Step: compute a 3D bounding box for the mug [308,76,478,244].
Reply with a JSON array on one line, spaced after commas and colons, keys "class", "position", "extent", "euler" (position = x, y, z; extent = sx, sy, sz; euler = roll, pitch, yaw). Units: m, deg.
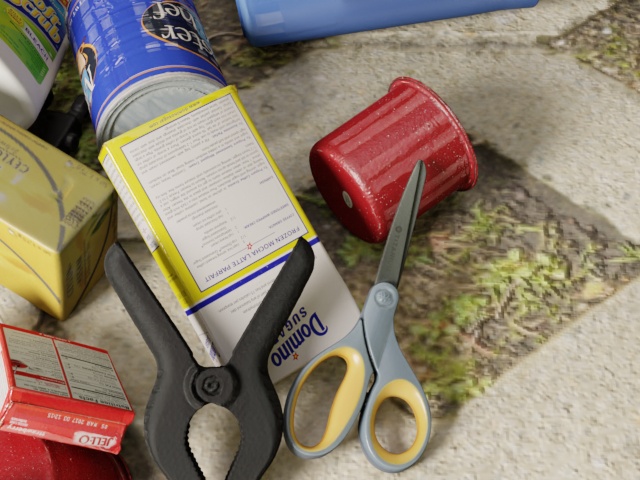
[{"class": "mug", "position": [0.041, -0.054, 0.737], "extent": [0.081, 0.093, 0.117], "euler": [-35, 26, -17]}]

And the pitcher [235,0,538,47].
[{"class": "pitcher", "position": [0.049, -0.226, 0.841], "extent": [0.243, 0.149, 0.145], "euler": [-12, 72, -1]}]

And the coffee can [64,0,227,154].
[{"class": "coffee can", "position": [-0.127, -0.124, 0.790], "extent": [0.102, 0.103, 0.140], "euler": [-16, 51, -9]}]

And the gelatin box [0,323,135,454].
[{"class": "gelatin box", "position": [-0.155, 0.087, 0.625], "extent": [0.073, 0.030, 0.089], "euler": [18, 13, -27]}]

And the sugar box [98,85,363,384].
[{"class": "sugar box", "position": [-0.055, 0.001, 0.664], "extent": [0.093, 0.048, 0.176], "euler": [-29, 92, -19]}]

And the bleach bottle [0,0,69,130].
[{"class": "bleach bottle", "position": [-0.239, -0.175, 0.825], "extent": [0.068, 0.102, 0.251], "euler": [-27, 31, 18]}]

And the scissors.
[{"class": "scissors", "position": [0.051, 0.053, 0.650], "extent": [0.096, 0.016, 0.201], "euler": [33, 72, 2]}]

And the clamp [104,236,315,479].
[{"class": "clamp", "position": [-0.071, 0.076, 0.611], "extent": [0.120, 0.039, 0.171], "euler": [6, 82, 4]}]
